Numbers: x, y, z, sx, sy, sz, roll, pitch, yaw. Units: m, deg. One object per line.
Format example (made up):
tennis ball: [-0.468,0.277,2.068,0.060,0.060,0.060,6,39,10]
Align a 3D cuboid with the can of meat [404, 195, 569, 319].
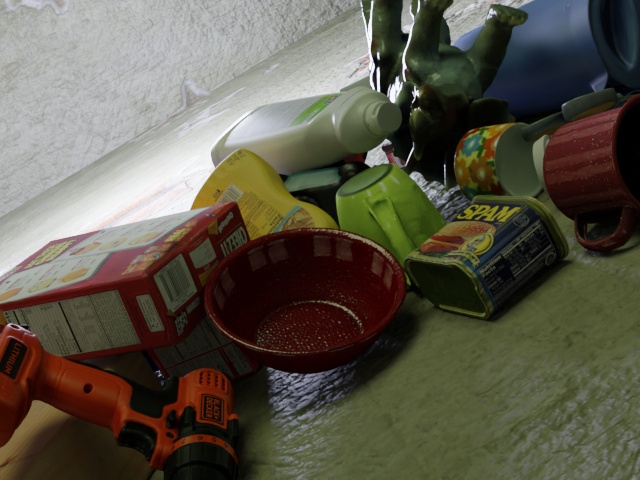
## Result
can of meat: [0.125,0.012,0.824,0.083,0.057,0.102,-38,18,-18]

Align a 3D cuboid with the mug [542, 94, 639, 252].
mug: [0.220,-0.046,0.801,0.082,0.093,0.117,-12,60,58]

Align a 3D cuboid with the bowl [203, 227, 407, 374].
bowl: [-0.011,0.057,0.858,0.162,0.055,0.162,-3,36,2]

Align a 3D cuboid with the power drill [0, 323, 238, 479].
power drill: [-0.147,0.134,0.742,0.184,0.187,0.057,-100,32,-67]

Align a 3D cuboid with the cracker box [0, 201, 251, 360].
cracker box: [-0.183,0.042,0.918,0.214,0.072,0.164,-12,18,26]

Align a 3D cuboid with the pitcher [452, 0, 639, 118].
pitcher: [0.250,-0.208,1.135,0.149,0.145,0.243,-29,10,-32]

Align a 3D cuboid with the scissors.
scissors: [0.246,-0.116,0.969,0.096,0.016,0.201,-24,-5,29]

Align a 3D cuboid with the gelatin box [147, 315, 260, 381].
gelatin box: [-0.104,0.093,0.943,0.089,0.073,0.030,-23,16,23]

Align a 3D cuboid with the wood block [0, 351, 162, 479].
wood block: [-0.199,0.177,0.828,0.091,0.090,0.205,-21,18,26]

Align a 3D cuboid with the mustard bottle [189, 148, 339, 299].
mustard bottle: [-0.034,0.004,0.973,0.096,0.192,0.058,-53,-30,7]

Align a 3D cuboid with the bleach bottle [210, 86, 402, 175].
bleach bottle: [-0.010,-0.105,1.073,0.102,0.068,0.251,-47,23,-24]
